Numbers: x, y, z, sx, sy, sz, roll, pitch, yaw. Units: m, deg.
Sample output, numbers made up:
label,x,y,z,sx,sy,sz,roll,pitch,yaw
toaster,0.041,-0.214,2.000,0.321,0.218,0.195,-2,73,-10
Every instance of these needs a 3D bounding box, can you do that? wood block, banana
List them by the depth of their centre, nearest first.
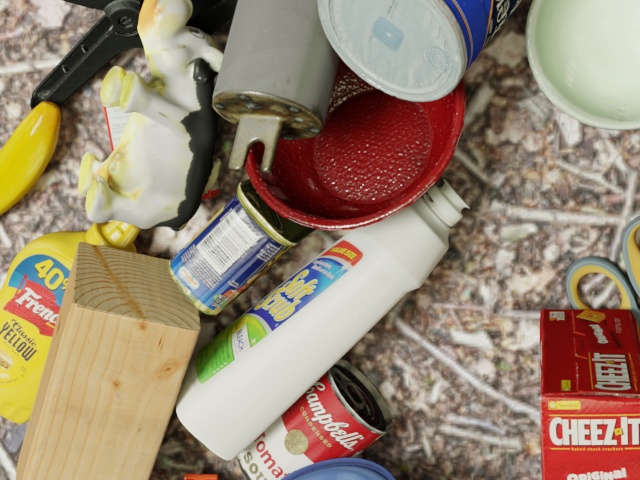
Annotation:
label,x,y,z,sx,sy,sz,roll,pitch,yaw
wood block,-0.163,0.118,0.792,0.090,0.091,0.206,13,116,-16
banana,-0.277,-0.044,0.842,0.198,0.037,0.069,-20,117,17

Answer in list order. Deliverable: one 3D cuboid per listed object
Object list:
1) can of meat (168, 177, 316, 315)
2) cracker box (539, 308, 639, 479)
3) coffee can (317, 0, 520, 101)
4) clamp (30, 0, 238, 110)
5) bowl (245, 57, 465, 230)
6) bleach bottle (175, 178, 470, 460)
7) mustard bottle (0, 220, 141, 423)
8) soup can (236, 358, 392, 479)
label,x,y,z,sx,sy,sz,roll,pitch,yaw
can of meat,-0.055,0.001,0.771,0.084,0.102,0.057,-43,89,18
cracker box,0.182,0.169,0.702,0.072,0.164,0.214,-2,104,12
coffee can,0.079,-0.171,0.672,0.103,0.103,0.140,36,63,5
clamp,-0.147,-0.173,0.757,0.210,0.164,0.036,-16,56,9
bowl,0.028,-0.076,0.742,0.162,0.055,0.162,-7,71,20
bleach bottle,0.004,0.047,0.776,0.251,0.102,0.068,-42,108,10
mustard bottle,-0.207,0.050,0.838,0.096,0.058,0.192,45,106,0
soup can,-0.006,0.145,0.802,0.102,0.068,0.068,-42,89,17
